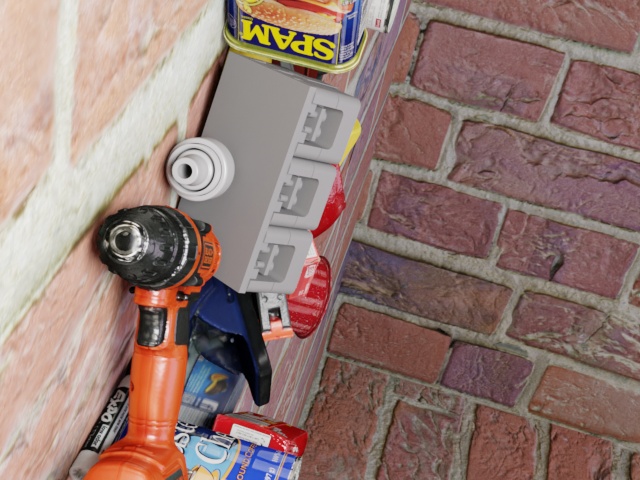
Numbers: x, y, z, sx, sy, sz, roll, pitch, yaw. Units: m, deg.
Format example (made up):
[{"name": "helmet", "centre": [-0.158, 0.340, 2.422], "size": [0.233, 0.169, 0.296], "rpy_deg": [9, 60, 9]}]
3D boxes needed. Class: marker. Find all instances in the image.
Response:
[{"name": "marker", "centre": [-0.142, 0.120, 0.743], "size": [0.121, 0.020, 0.020], "rpy_deg": [-68, 173, -53]}]

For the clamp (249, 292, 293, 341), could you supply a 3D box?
[{"name": "clamp", "centre": [-0.056, 0.001, 0.900], "size": [0.120, 0.039, 0.171], "rpy_deg": [85, -14, -51]}]

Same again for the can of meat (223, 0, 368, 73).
[{"name": "can of meat", "centre": [-0.016, -0.172, 0.738], "size": [0.084, 0.102, 0.057], "rpy_deg": [96, 11, -56]}]

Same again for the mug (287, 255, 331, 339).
[{"name": "mug", "centre": [-0.050, 0.053, 1.150], "size": [0.117, 0.081, 0.093], "rpy_deg": [-15, -118, 64]}]

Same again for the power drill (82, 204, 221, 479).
[{"name": "power drill", "centre": [-0.106, 0.072, 0.657], "size": [0.184, 0.057, 0.187], "rpy_deg": [25, 74, -83]}]

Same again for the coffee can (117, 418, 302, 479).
[{"name": "coffee can", "centre": [-0.095, 0.187, 0.781], "size": [0.103, 0.140, 0.103], "rpy_deg": [17, 89, -85]}]
